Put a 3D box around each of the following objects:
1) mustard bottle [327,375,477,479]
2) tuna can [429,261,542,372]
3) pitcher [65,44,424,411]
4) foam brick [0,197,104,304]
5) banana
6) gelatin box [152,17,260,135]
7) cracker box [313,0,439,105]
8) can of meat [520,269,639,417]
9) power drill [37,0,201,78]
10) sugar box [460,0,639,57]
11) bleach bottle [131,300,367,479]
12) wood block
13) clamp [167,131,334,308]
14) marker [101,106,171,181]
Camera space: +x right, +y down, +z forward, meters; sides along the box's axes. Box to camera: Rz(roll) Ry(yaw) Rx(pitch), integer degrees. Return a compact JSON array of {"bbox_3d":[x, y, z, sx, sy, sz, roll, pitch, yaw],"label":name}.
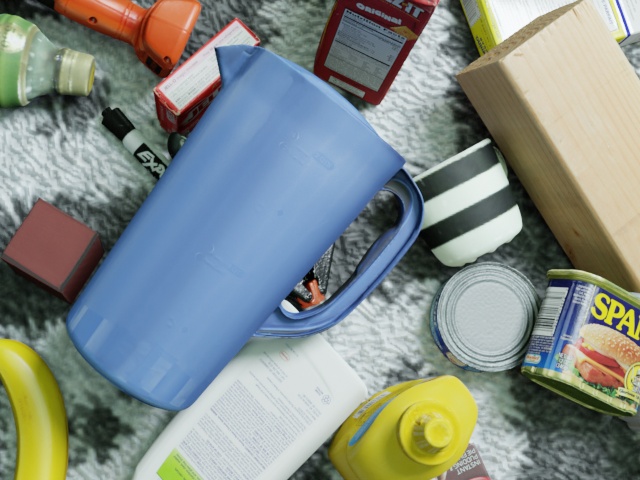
[{"bbox_3d":[0.060,0.133,0.741,0.096,0.192,0.058,-34,85,-11],"label":"mustard bottle"},{"bbox_3d":[0.130,0.062,0.843,0.086,0.034,0.086,1,80,-6],"label":"tuna can"},{"bbox_3d":[-0.055,0.001,0.736,0.149,0.144,0.243,41,96,34],"label":"pitcher"},{"bbox_3d":[-0.197,0.010,0.794,0.053,0.078,0.051,31,77,-3],"label":"foam brick"},{"bbox_3d":[-0.219,0.158,0.783,0.069,0.037,0.198,-6,83,-11],"label":"banana"},{"bbox_3d":[-0.089,-0.124,0.832,0.030,0.073,0.089,45,78,2],"label":"gelatin box"},{"bbox_3d":[0.063,-0.215,0.794,0.072,0.214,0.164,24,78,-2],"label":"cracker box"},{"bbox_3d":[0.208,0.080,0.816,0.102,0.058,0.084,27,77,-26],"label":"can of meat"},{"bbox_3d":[-0.184,-0.189,0.787,0.187,0.184,0.057,26,89,-11],"label":"power drill"},{"bbox_3d":[0.213,-0.200,0.895,0.176,0.048,0.093,-17,84,-12],"label":"sugar box"},{"bbox_3d":[-0.086,0.164,0.786,0.250,0.068,0.102,-42,79,-8],"label":"bleach bottle"},{"bbox_3d":[0.206,-0.070,0.823,0.090,0.090,0.206,-36,99,-11],"label":"wood block"},{"bbox_3d":[-0.030,-0.034,0.838,0.120,0.039,0.171,-31,95,-14],"label":"clamp"},{"bbox_3d":[-0.129,-0.060,0.843,0.020,0.020,0.121,-43,86,-12],"label":"marker"}]
